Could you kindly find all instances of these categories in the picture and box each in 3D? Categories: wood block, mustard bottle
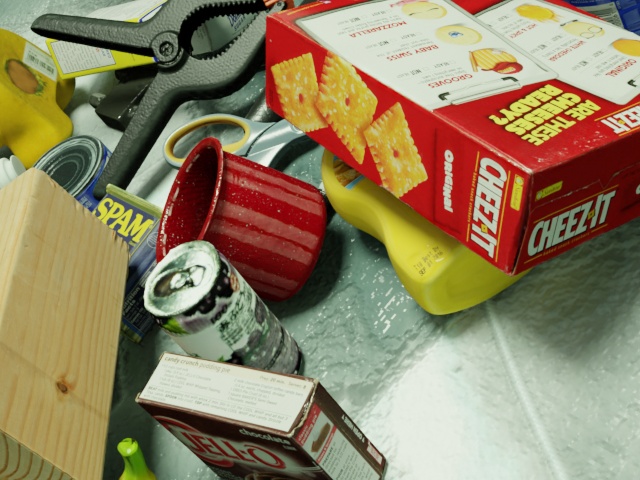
[{"bbox_3d":[-0.179,0.064,0.622,0.090,0.090,0.206,-32,34,20],"label":"wood block"},{"bbox_3d":[0.055,-0.039,0.663,0.096,0.058,0.192,-33,45,-8],"label":"mustard bottle"}]

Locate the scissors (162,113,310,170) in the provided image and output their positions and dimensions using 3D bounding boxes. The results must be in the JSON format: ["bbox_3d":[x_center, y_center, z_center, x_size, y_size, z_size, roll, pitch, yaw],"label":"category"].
[{"bbox_3d":[-0.020,-0.063,0.773,0.202,0.016,0.096,-6,71,14],"label":"scissors"}]

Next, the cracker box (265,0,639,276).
[{"bbox_3d":[0.094,-0.081,0.606,0.163,0.072,0.214,-22,43,-30],"label":"cracker box"}]

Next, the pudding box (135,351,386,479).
[{"bbox_3d":[-0.032,0.105,0.583,0.114,0.090,0.039,3,55,36],"label":"pudding box"}]

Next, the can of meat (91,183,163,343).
[{"bbox_3d":[-0.140,0.016,0.764,0.102,0.057,0.084,24,72,46],"label":"can of meat"}]

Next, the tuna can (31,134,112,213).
[{"bbox_3d":[-0.204,-0.046,0.879,0.086,0.033,0.086,-19,45,20],"label":"tuna can"}]

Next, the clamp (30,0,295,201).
[{"bbox_3d":[-0.122,-0.149,0.830,0.210,0.036,0.164,-32,78,8],"label":"clamp"}]

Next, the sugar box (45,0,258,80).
[{"bbox_3d":[-0.143,-0.185,0.931,0.176,0.048,0.093,-1,29,32],"label":"sugar box"}]

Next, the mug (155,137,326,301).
[{"bbox_3d":[-0.054,0.001,0.686,0.117,0.081,0.093,-62,27,18],"label":"mug"}]
